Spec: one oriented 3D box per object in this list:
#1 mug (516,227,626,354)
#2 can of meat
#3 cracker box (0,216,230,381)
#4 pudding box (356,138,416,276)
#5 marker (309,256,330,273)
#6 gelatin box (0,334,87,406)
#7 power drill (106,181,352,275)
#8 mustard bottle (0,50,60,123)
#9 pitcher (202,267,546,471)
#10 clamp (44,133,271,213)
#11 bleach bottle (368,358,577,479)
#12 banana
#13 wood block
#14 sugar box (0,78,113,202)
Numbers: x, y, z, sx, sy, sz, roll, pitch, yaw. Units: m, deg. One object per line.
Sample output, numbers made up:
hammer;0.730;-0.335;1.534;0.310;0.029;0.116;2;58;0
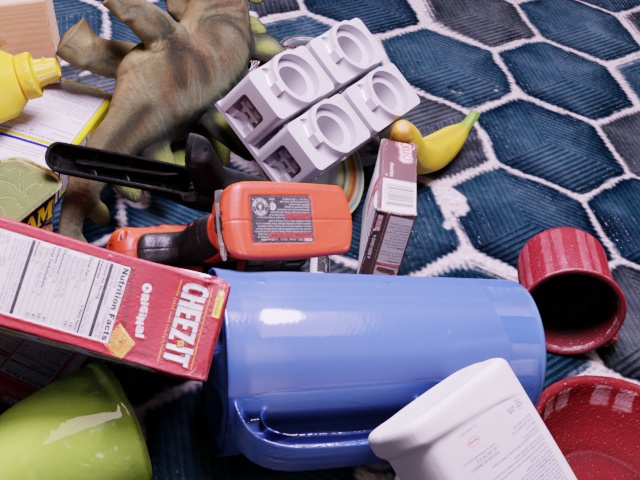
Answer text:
mug;0.228;0.048;0.958;0.117;0.093;0.081;40;27;-20
can of meat;-0.253;-0.004;0.842;0.057;0.084;0.102;24;38;10
cracker box;-0.180;0.032;0.705;0.213;0.164;0.072;17;80;-13
pudding box;0.062;-0.026;0.978;0.039;0.090;0.113;12;39;-2
marker;0.000;0.007;0.973;0.020;0.020;0.121;11;38;-7
gelatin box;-0.218;0.082;0.792;0.073;0.030;0.089;22;38;6
power drill;-0.056;0.001;0.846;0.184;0.188;0.057;-3;81;-33
mustard bottle;-0.321;-0.124;0.932;0.191;0.058;0.096;-16;34;-2
pitcher;0.037;0.091;0.772;0.242;0.145;0.149;-1;75;-13
clamp;-0.108;-0.047;0.874;0.165;0.036;0.209;4;-10;30
bleach bottle;0.136;0.204;0.666;0.102;0.068;0.251;-30;88;-29
banana;0.106;-0.098;1.087;0.037;0.070;0.197;25;21;21
wood block;-0.353;-0.191;0.995;0.206;0.091;0.090;-8;38;-8
sugar box;-0.263;-0.088;0.976;0.093;0.048;0.176;17;41;4
